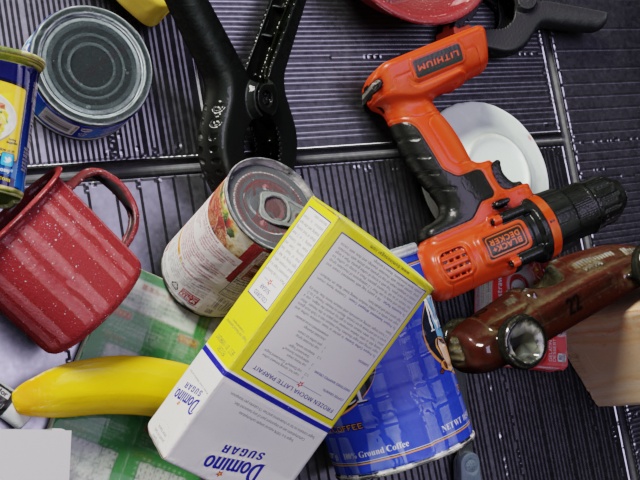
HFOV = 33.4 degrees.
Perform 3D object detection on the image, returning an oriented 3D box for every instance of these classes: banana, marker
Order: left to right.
[{"bbox_3d":[-0.227,0.074,0.649,0.121,0.020,0.020,40,64,-16],"label":"marker"},{"bbox_3d":[-0.095,0.112,0.685,0.197,0.037,0.069,28,68,-21],"label":"banana"}]

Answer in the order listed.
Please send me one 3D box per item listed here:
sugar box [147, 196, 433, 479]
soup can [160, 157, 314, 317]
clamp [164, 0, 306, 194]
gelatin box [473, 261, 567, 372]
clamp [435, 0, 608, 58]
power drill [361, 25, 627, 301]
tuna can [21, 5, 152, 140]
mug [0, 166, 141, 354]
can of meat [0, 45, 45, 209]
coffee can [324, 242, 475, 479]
[{"bbox_3d":[-0.018,0.071,0.653,0.093,0.048,0.176,35,94,-33],"label":"sugar box"},{"bbox_3d":[-0.055,0.001,0.701,0.068,0.102,0.068,18,52,-25],"label":"soup can"},{"bbox_3d":[-0.047,-0.106,0.752,0.164,0.036,0.210,-26,113,-52],"label":"clamp"},{"bbox_3d":[0.161,0.058,0.857,0.073,0.030,0.089,8,76,-26],"label":"gelatin box"},{"bbox_3d":[0.173,-0.199,0.911,0.171,0.039,0.120,-42,96,-22],"label":"clamp"},{"bbox_3d":[0.128,-0.066,0.823,0.184,0.057,0.188,-23,83,-17],"label":"power drill"},{"bbox_3d":[-0.157,-0.113,0.716,0.086,0.034,0.086,6,77,-27],"label":"tuna can"},{"bbox_3d":[-0.159,0.007,0.661,0.081,0.093,0.117,48,60,-18],"label":"mug"},{"bbox_3d":[-0.213,-0.068,0.603,0.102,0.058,0.084,9,79,-25],"label":"can of meat"},{"bbox_3d":[0.038,0.083,0.744,0.102,0.103,0.140,-16,88,-30],"label":"coffee can"}]
